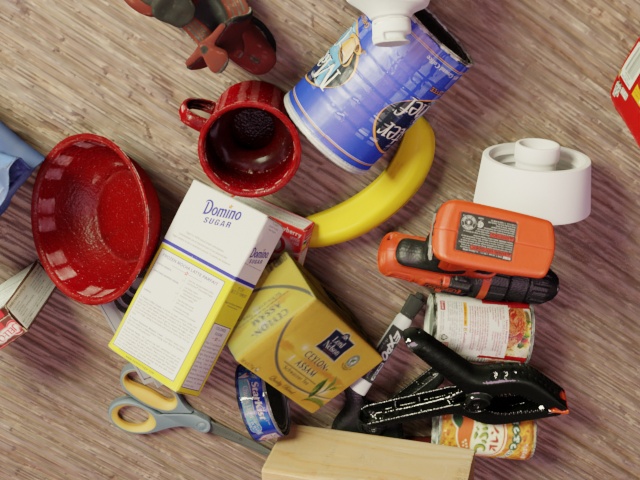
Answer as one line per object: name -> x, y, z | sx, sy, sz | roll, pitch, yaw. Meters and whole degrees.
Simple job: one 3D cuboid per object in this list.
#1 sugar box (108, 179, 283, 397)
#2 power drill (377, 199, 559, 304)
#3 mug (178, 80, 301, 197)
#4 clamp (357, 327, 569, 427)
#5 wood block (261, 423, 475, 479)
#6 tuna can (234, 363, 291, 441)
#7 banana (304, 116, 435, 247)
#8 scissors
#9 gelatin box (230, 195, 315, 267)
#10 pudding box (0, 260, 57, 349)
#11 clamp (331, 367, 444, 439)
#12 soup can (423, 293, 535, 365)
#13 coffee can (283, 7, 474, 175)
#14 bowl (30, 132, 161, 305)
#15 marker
sugar box -> -0.113, 0.043, 0.975 | 0.093, 0.048, 0.176 | 27, 86, 29
power drill -> 0.154, 0.019, 0.993 | 0.184, 0.188, 0.057 | 10, 78, -4
mug -> -0.074, -0.102, 0.983 | 0.117, 0.081, 0.093 | 19, 116, -9
clamp -> 0.153, 0.145, 1.073 | 0.210, 0.036, 0.165 | 4, 141, -6
wood block -> 0.052, 0.264, 1.116 | 0.206, 0.090, 0.091 | 5, 117, 15
tuna can -> -0.060, 0.166, 1.118 | 0.034, 0.086, 0.086 | -15, 116, 10
banana -> 0.049, -0.050, 1.036 | 0.069, 0.037, 0.198 | 44, 109, 5
scissors -> -0.149, 0.209, 1.180 | 0.201, 0.016, 0.096 | 41, 112, -18
gelatin box -> -0.057, 0.001, 1.048 | 0.089, 0.030, 0.073 | 23, 119, 14
pudding box -> -0.317, 0.075, 1.059 | 0.090, 0.113, 0.039 | -31, 109, 15
clamp -> 0.048, 0.184, 1.153 | 0.120, 0.039, 0.172 | 24, 112, 0
soup can -> 0.160, 0.090, 1.086 | 0.102, 0.068, 0.068 | 5, 117, -1
coffee can -> 0.051, -0.142, 0.949 | 0.102, 0.103, 0.140 | 39, 111, -17
bowl -> -0.203, -0.021, 1.016 | 0.162, 0.055, 0.162 | 4, 97, 36
marker -> 0.070, 0.105, 1.101 | 0.020, 0.020, 0.121 | 33, 93, -15
